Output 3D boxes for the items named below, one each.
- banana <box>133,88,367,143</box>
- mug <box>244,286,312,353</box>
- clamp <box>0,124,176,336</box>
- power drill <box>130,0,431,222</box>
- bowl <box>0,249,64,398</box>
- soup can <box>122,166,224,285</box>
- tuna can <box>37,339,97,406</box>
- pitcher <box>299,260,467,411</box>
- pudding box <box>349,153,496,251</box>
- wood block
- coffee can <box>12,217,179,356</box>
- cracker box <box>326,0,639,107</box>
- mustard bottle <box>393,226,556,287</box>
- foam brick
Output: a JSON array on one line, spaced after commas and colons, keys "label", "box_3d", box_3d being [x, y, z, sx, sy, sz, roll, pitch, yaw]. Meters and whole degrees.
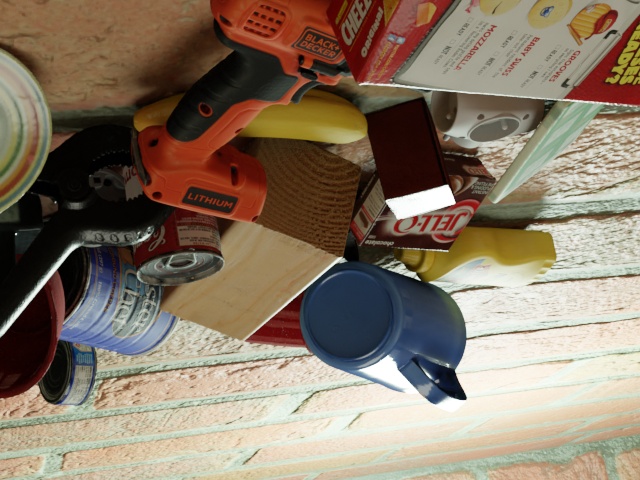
[{"label": "banana", "box_3d": [-0.036, -0.089, 0.792, 0.197, 0.037, 0.070, 2, 156, -32]}, {"label": "mug", "box_3d": [-0.044, 0.061, 1.122, 0.082, 0.093, 0.117, 3, 129, 17]}, {"label": "clamp", "box_3d": [-0.176, -0.021, 0.751, 0.209, 0.164, 0.036, -12, 160, -22]}, {"label": "power drill", "box_3d": [-0.025, -0.092, 0.707, 0.184, 0.057, 0.188, 15, 132, -36]}, {"label": "bowl", "box_3d": [-0.263, 0.044, 0.864, 0.162, 0.162, 0.055, -23, -175, 29]}, {"label": "soup can", "box_3d": [-0.116, -0.024, 0.829, 0.068, 0.102, 0.068, -10, 160, -4]}, {"label": "tuna can", "box_3d": [-0.291, 0.146, 1.222, 0.033, 0.086, 0.086, 8, 152, -40]}, {"label": "pitcher", "box_3d": [0.074, 0.099, 1.135, 0.149, 0.145, 0.242, 5, 172, 21]}, {"label": "pudding box", "box_3d": [0.090, -0.035, 0.960, 0.113, 0.039, 0.090, 5, 129, -35]}, {"label": "wood block", "box_3d": [-0.057, 0.001, 0.913, 0.090, 0.090, 0.206, 22, 149, -17]}, {"label": "coffee can", "box_3d": [-0.205, 0.045, 0.968, 0.103, 0.103, 0.140, -20, 158, 22]}, {"label": "cracker box", "box_3d": [0.132, -0.160, 0.598, 0.213, 0.072, 0.164, -1, 142, -27]}, {"label": "mustard bottle", "box_3d": [0.158, 0.016, 1.153, 0.191, 0.058, 0.096, 4, 160, -35]}, {"label": "foam brick", "box_3d": [0.073, -0.064, 0.859, 0.051, 0.078, 0.053, -17, 160, 10]}]
